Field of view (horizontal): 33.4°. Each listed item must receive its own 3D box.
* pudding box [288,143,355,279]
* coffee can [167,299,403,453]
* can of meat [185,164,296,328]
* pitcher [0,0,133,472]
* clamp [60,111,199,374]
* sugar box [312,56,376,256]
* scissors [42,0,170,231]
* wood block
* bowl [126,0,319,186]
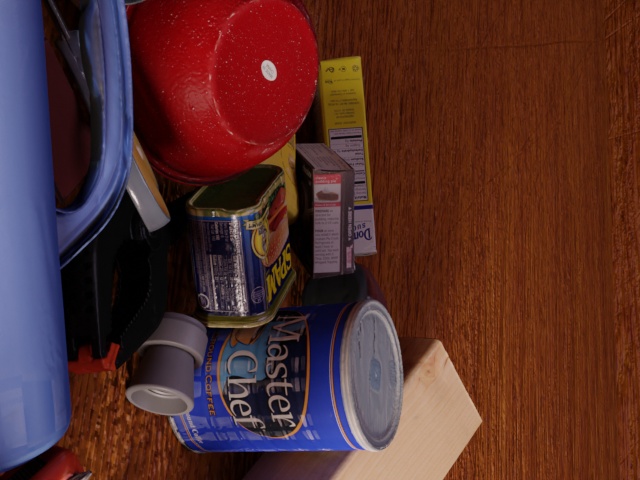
[{"bbox_3d":[-0.002,-0.027,0.879,0.113,0.039,0.090,-133,-139,-69],"label":"pudding box"},{"bbox_3d":[-0.024,0.097,0.750,0.102,0.140,0.103,-6,90,-66],"label":"coffee can"},{"bbox_3d":[-0.055,0.001,0.740,0.102,0.057,0.084,-61,149,-65],"label":"can of meat"},{"bbox_3d":[-0.166,-0.026,0.462,0.145,0.149,0.243,-46,131,-77],"label":"pitcher"},{"bbox_3d":[-0.125,-0.015,0.674,0.210,0.036,0.164,-77,150,-43],"label":"clamp"},{"bbox_3d":[0.021,-0.072,0.975,0.093,0.048,0.176,162,-80,-87],"label":"sugar box"},{"bbox_3d":[-0.134,-0.098,0.606,0.096,0.016,0.202,-167,-129,-86],"label":"scissors"},{"bbox_3d":[0.023,0.173,0.806,0.205,0.090,0.091,-47,119,-35],"label":"wood block"},{"bbox_3d":[-0.052,-0.109,0.675,0.161,0.055,0.162,-17,114,-43],"label":"bowl"}]
